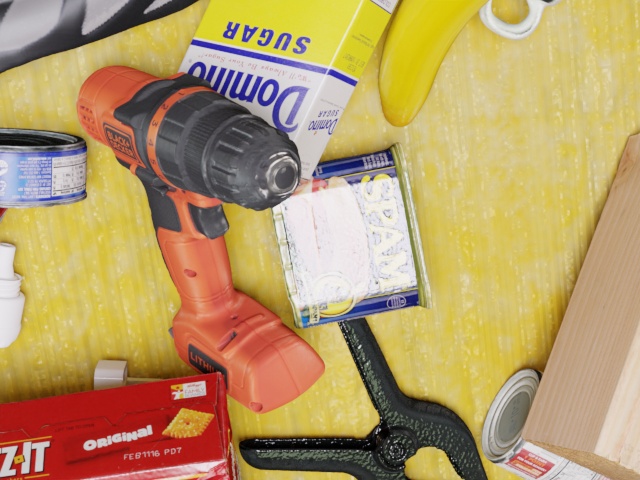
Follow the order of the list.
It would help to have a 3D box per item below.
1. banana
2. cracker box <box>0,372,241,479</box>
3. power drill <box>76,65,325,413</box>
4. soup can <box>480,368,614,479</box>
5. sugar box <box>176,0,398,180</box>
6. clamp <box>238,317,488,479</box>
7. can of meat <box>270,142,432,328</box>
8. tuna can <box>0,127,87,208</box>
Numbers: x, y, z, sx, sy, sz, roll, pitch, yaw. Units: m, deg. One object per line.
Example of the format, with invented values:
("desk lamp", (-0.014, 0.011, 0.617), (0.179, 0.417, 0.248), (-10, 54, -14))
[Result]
("banana", (0.084, -0.129, 0.585), (0.069, 0.037, 0.198), (48, 135, -10))
("cracker box", (-0.123, 0.184, 0.632), (0.164, 0.072, 0.214), (-8, 131, -4))
("power drill", (-0.054, 0.001, 0.581), (0.057, 0.185, 0.187), (-29, 123, -24))
("soup can", (0.165, 0.134, 0.693), (0.102, 0.068, 0.068), (28, 99, -11))
("sugar box", (-0.011, -0.132, 0.602), (0.093, 0.048, 0.176), (30, 98, 24))
("clamp", (0.035, 0.136, 0.695), (0.171, 0.039, 0.120), (43, 96, -10))
("can of meat", (0.016, -0.002, 0.646), (0.084, 0.057, 0.102), (-11, 94, 0))
("tuna can", (-0.176, -0.043, 0.606), (0.086, 0.086, 0.034), (3, 102, -7))
